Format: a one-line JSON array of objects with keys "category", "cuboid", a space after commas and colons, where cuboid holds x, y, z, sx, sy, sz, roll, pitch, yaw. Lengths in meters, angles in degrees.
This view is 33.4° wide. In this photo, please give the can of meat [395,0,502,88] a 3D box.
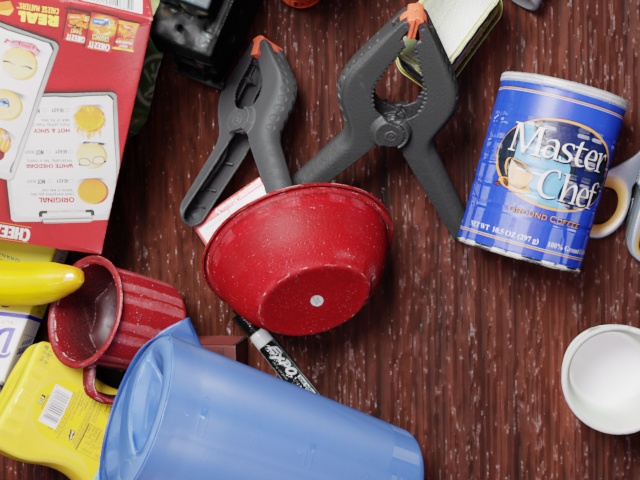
[{"category": "can of meat", "cuboid": [0.104, -0.176, 0.871, 0.057, 0.084, 0.102, 37, 97, 5]}]

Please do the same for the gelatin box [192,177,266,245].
[{"category": "gelatin box", "cuboid": [-0.056, 0.001, 0.928, 0.073, 0.030, 0.089, -34, 87, 6]}]

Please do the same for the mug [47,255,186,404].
[{"category": "mug", "cuboid": [-0.168, 0.078, 0.890, 0.093, 0.081, 0.117, -7, 72, 39]}]

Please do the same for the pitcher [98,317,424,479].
[{"category": "pitcher", "cuboid": [-0.045, 0.180, 0.842, 0.242, 0.145, 0.149, 22, 113, -22]}]

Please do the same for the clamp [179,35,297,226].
[{"category": "clamp", "cuboid": [-0.067, -0.088, 0.902, 0.120, 0.039, 0.171, -12, 60, 30]}]

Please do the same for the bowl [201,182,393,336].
[{"category": "bowl", "cuboid": [-0.011, 0.028, 0.857, 0.162, 0.162, 0.055, -24, 51, 8]}]

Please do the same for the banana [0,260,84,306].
[{"category": "banana", "cuboid": [-0.290, 0.020, 0.882, 0.198, 0.037, 0.070, 19, 139, 3]}]

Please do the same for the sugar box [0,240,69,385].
[{"category": "sugar box", "cuboid": [-0.281, 0.030, 0.934, 0.093, 0.048, 0.176, 18, 79, 6]}]

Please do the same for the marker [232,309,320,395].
[{"category": "marker", "cuboid": [-0.036, 0.105, 0.934, 0.020, 0.020, 0.121, -39, 87, 7]}]

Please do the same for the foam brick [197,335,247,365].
[{"category": "foam brick", "cuboid": [-0.092, 0.124, 0.927, 0.053, 0.051, 0.078, 0, 92, 7]}]

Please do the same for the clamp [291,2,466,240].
[{"category": "clamp", "cuboid": [0.065, -0.086, 0.850, 0.164, 0.036, 0.210, 13, 128, -7]}]

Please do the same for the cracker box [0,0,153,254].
[{"category": "cracker box", "cuboid": [-0.232, -0.105, 0.830, 0.164, 0.072, 0.214, 9, 121, -16]}]

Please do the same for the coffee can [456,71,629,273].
[{"category": "coffee can", "cuboid": [0.177, -0.054, 0.856, 0.103, 0.102, 0.140, 15, 94, 7]}]

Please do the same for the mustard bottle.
[{"category": "mustard bottle", "cuboid": [-0.183, 0.171, 0.913, 0.191, 0.058, 0.096, 33, 62, -22]}]
